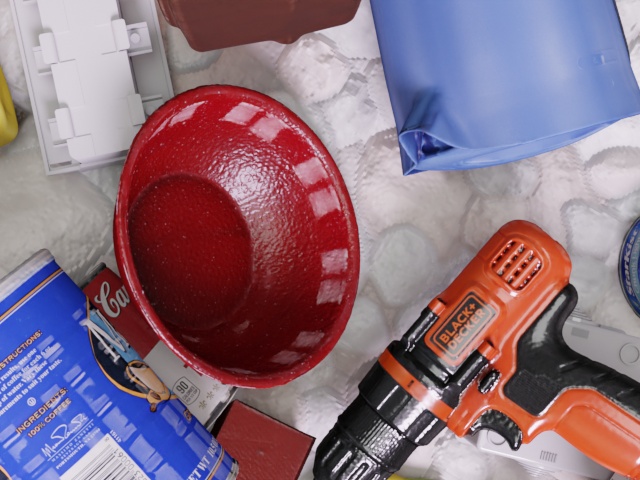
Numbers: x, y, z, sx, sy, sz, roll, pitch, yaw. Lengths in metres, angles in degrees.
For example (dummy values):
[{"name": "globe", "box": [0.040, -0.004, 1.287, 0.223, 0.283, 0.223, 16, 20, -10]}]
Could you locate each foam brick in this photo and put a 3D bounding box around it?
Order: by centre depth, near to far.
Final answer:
[{"name": "foam brick", "box": [-0.045, 0.135, 0.589, 0.051, 0.053, 0.078, 28, 71, -5]}]

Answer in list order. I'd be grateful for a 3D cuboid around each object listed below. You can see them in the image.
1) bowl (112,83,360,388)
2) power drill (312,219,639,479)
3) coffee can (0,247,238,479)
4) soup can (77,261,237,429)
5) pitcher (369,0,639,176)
[{"name": "bowl", "box": [-0.054, 0.001, 0.576, 0.161, 0.055, 0.162, 12, 72, -41]}, {"name": "power drill", "box": [0.110, 0.109, 0.551, 0.188, 0.057, 0.184, 41, 95, 16]}, {"name": "coffee can", "box": [-0.122, 0.089, 0.504, 0.103, 0.103, 0.140, -41, 97, -4]}, {"name": "soup can", "box": [-0.104, 0.070, 0.586, 0.102, 0.068, 0.068, 42, 86, -4]}, {"name": "pitcher", "box": [0.088, -0.164, 0.577, 0.145, 0.149, 0.243, -14, 92, 7]}]
